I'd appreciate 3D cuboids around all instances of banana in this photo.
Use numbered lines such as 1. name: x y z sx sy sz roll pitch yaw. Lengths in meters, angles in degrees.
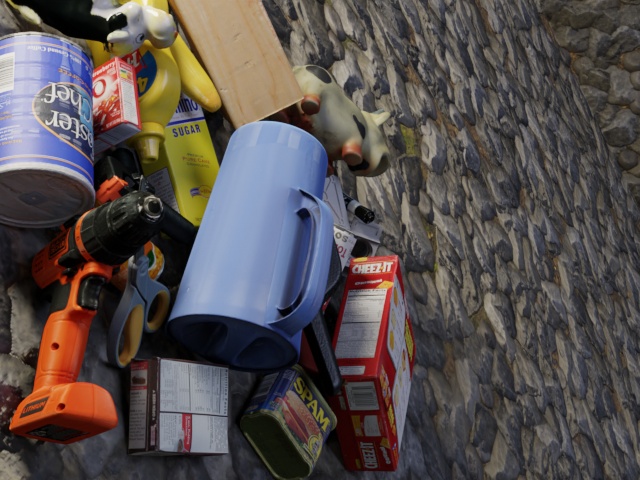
1. banana: -0.167 -0.222 1.189 0.069 0.037 0.198 14 38 -45

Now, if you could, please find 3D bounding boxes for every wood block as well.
1. wood block: -0.107 -0.241 1.211 0.206 0.090 0.091 65 -6 -21

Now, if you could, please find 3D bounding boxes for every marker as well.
1. marker: 0.031 -0.052 1.413 0.121 0.020 0.020 36 1 44

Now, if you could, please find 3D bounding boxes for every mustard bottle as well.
1. mustard bottle: -0.191 -0.169 1.100 0.058 0.096 0.191 19 55 -60

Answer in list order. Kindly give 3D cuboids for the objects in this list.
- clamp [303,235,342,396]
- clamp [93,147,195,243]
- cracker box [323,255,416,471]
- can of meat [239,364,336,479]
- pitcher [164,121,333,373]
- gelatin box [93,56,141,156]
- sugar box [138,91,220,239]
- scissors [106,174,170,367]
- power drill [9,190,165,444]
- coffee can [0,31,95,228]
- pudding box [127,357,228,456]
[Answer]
1. clamp: -0.021 0.061 1.176 0.164 0.036 0.209 30 59 -8
2. clamp: -0.172 -0.038 1.026 0.120 0.039 0.171 43 8 -5
3. cracker box: 0.063 0.148 1.305 0.213 0.072 0.164 -75 158 -50
4. can of meat: -0.036 0.198 1.159 0.102 0.058 0.083 58 32 -19
5. pitcher: -0.057 0.001 1.078 0.145 0.149 0.242 92 9 -62
6. gelatin box: -0.216 -0.125 1.032 0.030 0.089 0.073 22 52 -52
7. sugar box: -0.154 -0.090 1.164 0.093 0.048 0.176 0 72 -60
8. scissors: -0.156 0.024 0.972 0.096 0.016 0.202 -33 143 -61
9. power drill: -0.189 0.063 0.869 0.057 0.185 0.187 21 59 -31
10. coffee can: -0.251 -0.096 0.937 0.102 0.103 0.140 30 46 -50
11. pudding box: -0.133 0.160 1.019 0.113 0.039 0.090 20 65 -57
